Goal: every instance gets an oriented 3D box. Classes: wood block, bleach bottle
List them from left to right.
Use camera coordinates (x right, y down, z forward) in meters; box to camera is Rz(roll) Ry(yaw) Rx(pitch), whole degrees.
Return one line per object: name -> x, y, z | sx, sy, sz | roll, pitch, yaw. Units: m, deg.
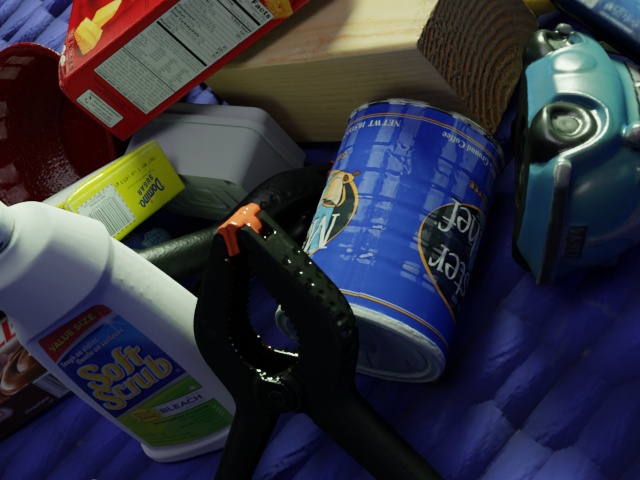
bleach bottle -> -0.125, 0.050, 0.610 | 0.103, 0.250, 0.068 | -19, 54, 18
wood block -> 0.026, -0.127, 0.711 | 0.207, 0.090, 0.090 | 4, 62, 47

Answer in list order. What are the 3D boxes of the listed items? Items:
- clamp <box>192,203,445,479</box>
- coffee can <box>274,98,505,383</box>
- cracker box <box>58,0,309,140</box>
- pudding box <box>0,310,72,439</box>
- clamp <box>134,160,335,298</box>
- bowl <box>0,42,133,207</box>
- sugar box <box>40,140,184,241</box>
clamp -> -0.006, 0.081, 0.583 | 0.165, 0.210, 0.036 | 1, 25, 23
coffee can -> 0.044, 0.001, 0.642 | 0.103, 0.102, 0.140 | 6, 64, 32
cracker box -> -0.082, -0.192, 0.738 | 0.214, 0.072, 0.164 | -32, 38, 25
pudding box -> -0.215, 0.081, 0.781 | 0.113, 0.039, 0.090 | -32, 49, 8
clamp -> -0.055, 0.001, 0.694 | 0.171, 0.120, 0.039 | -41, 71, -2
bowl -> -0.195, -0.076, 0.826 | 0.162, 0.162, 0.055 | 13, 25, 35
sugar box -> -0.183, -0.006, 0.741 | 0.177, 0.048, 0.093 | -23, 14, 43
